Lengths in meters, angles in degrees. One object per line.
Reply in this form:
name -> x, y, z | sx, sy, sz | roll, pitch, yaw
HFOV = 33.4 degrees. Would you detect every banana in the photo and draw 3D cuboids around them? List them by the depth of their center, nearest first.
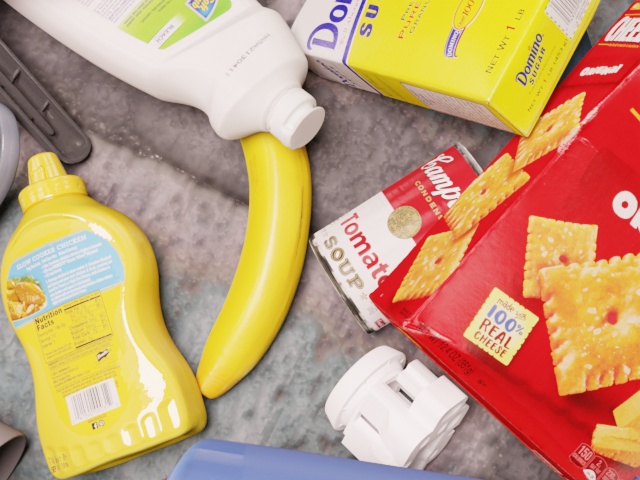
banana -> -0.038, -0.004, 0.642 | 0.070, 0.037, 0.198 | -4, 78, 30

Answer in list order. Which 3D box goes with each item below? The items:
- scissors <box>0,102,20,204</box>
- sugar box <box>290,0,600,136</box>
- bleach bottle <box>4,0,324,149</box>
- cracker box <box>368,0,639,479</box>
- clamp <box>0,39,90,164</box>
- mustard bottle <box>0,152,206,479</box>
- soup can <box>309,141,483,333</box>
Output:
scissors -> -0.206, 0.002, 0.657 | 0.096, 0.016, 0.202 | -24, 76, 38
sugar box -> 0.061, -0.123, 0.590 | 0.176, 0.048, 0.093 | 25, 85, 46
bleach bottle -> -0.104, -0.132, 0.637 | 0.251, 0.068, 0.102 | 40, 83, 19
cracker box -> 0.158, 0.009, 0.554 | 0.164, 0.072, 0.213 | 43, 90, -18
clamp -> -0.225, -0.137, 0.655 | 0.210, 0.164, 0.036 | 23, 50, 26
mustard bottle -> -0.140, 0.037, 0.637 | 0.096, 0.058, 0.191 | -23, 78, 17
soup can -> 0.053, -0.001, 0.608 | 0.102, 0.068, 0.068 | -32, 78, 4
